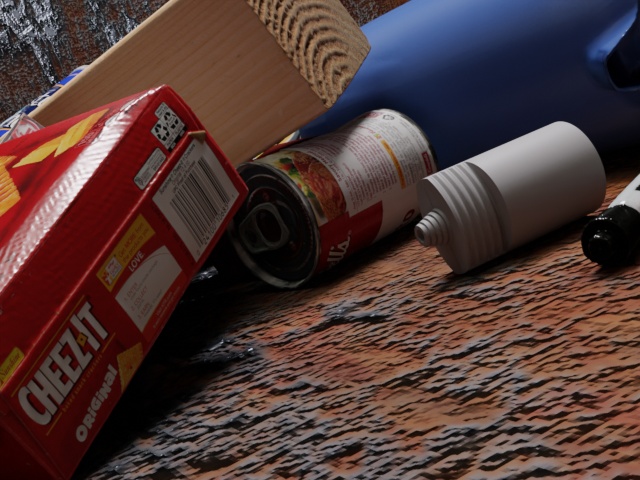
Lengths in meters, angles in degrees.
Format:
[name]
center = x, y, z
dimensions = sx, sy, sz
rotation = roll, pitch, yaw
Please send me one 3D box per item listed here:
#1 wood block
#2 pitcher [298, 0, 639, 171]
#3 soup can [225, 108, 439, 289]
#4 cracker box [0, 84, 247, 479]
[wood block]
center = -0.085, -0.076, 0.602
dimensions = 0.206, 0.090, 0.090
rotation = -30, 18, 32
[pitcher]
center = 0.110, -0.102, 0.617
dimensions = 0.243, 0.145, 0.149
rotation = -15, -23, 41
[soup can]
center = 0.007, -0.025, 0.564
dimensions = 0.102, 0.068, 0.069
rotation = -28, 13, -40
[cracker box]
center = -0.157, 0.026, 0.455
dimensions = 0.214, 0.072, 0.164
rotation = -12, 35, 35
